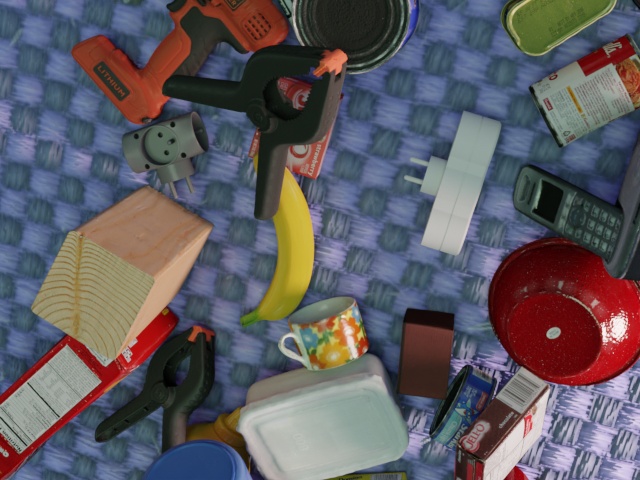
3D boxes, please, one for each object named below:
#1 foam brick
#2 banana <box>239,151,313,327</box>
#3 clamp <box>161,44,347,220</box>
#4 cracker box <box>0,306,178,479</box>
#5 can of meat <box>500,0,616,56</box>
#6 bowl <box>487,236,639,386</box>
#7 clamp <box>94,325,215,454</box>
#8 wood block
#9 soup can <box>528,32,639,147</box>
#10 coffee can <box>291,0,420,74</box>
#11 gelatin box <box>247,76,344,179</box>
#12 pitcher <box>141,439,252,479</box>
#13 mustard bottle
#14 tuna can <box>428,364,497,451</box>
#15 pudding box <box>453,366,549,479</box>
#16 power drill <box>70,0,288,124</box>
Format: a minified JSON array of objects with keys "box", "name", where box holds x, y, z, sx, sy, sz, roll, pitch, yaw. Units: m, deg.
[{"box":[0.107,0.114,1.086,0.051,0.053,0.078,6,106,8],"name":"foam brick"},{"box":[-0.040,0.005,1.077,0.069,0.037,0.198,0,114,-15],"name":"banana"},{"box":[-0.054,-0.123,0.959,0.164,0.036,0.210,48,140,-2],"name":"clamp"},{"box":[-0.260,0.146,1.095,0.214,0.164,0.072,-41,93,16],"name":"cracker box"},{"box":[0.216,-0.212,0.970,0.102,0.084,0.057,-33,97,15],"name":"can of meat"},{"box":[0.232,0.080,1.031,0.162,0.055,0.162,11,115,23],"name":"bowl"},{"box":[-0.171,0.167,1.133,0.120,0.039,0.171,18,81,24],"name":"clamp"},{"box":[-0.184,0.023,1.029,0.090,0.206,0.091,31,107,1],"name":"wood block"},{"box":[0.254,-0.138,0.991,0.102,0.068,0.068,-27,98,15],"name":"soup can"},{"box":[0.036,-0.209,0.970,0.103,0.140,0.103,2,104,8],"name":"coffee can"},{"box":[-0.024,-0.115,1.060,0.073,0.030,0.089,19,106,4],"name":"gelatin box"},{"box":[-0.090,0.311,1.086,0.145,0.149,0.243,-2,130,17],"name":"pitcher"},{"box":[-0.132,0.256,1.156,0.096,0.058,0.192,35,107,-2],"name":"mustard bottle"},{"box":[0.143,0.169,1.076,0.034,0.086,0.086,28,106,3],"name":"tuna can"},{"box":[0.175,0.191,1.035,0.039,0.113,0.090,33,149,28],"name":"pudding box"},{"box":[-0.151,-0.219,1.040,0.188,0.057,0.184,-38,95,16],"name":"power drill"}]
